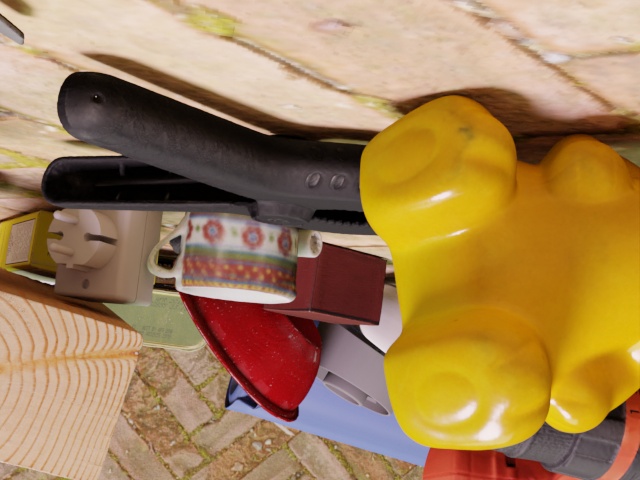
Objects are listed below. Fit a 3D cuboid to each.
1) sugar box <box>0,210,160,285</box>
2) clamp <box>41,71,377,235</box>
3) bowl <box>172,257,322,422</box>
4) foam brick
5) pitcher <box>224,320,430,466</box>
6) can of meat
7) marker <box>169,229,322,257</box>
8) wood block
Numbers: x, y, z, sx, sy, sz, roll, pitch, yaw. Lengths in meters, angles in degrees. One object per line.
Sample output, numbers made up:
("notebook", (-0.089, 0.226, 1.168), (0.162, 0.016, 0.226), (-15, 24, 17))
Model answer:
("sugar box", (-0.198, 0.010, 0.819), (0.093, 0.048, 0.177), (13, 173, -29))
("clamp", (-0.025, -0.025, 0.477), (0.209, 0.036, 0.165), (9, 171, -22))
("bowl", (-0.047, 0.064, 0.855), (0.055, 0.162, 0.162), (-36, 163, 7))
("foam brick", (0.004, 0.033, 0.799), (0.053, 0.051, 0.078), (-1, 169, 44))
("pitcher", (0.035, 0.137, 1.075), (0.242, 0.149, 0.145), (21, 162, -8))
("can of meat", (-0.140, 0.052, 0.912), (0.102, 0.057, 0.084), (8, -165, -10))
("marker", (-0.055, 0.001, 0.734), (0.121, 0.020, 0.020), (1, 170, 31))
("wood block", (-0.182, 0.075, 0.672), (0.090, 0.090, 0.206), (19, 176, -18))
